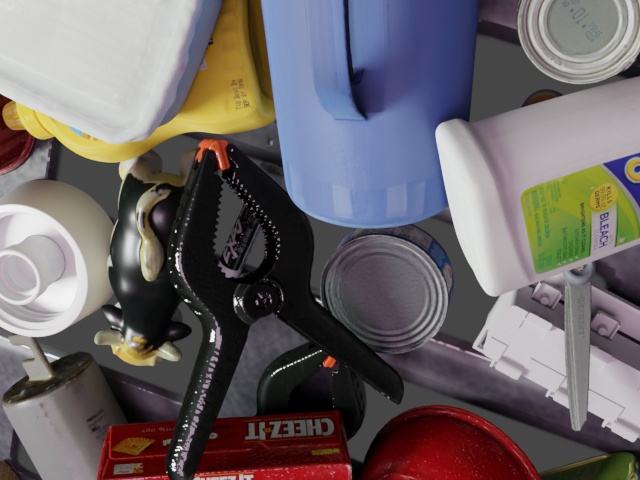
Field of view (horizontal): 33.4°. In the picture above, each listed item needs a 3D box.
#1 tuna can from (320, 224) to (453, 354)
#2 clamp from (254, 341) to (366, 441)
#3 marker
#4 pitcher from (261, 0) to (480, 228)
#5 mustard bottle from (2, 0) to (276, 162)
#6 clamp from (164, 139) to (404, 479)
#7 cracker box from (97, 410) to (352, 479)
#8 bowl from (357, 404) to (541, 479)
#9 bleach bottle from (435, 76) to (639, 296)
[{"bbox_3d":[0.045,0.030,0.710,0.086,0.033,0.086,6,113,14],"label":"tuna can"},{"bbox_3d":[-0.026,0.133,0.771,0.120,0.039,0.172,15,115,0],"label":"clamp"},{"bbox_3d":[-0.055,0.001,0.736,0.020,0.020,0.121,28,117,4],"label":"marker"},{"bbox_3d":[0.024,-0.128,0.579,0.145,0.149,0.243,37,139,48],"label":"pitcher"},{"bbox_3d":[-0.122,-0.101,0.683,0.192,0.058,0.096,-12,79,21],"label":"mustard bottle"},{"bbox_3d":[-0.049,0.043,0.662,0.164,0.036,0.210,-26,105,-19],"label":"clamp"},{"bbox_3d":[-0.061,0.227,0.751,0.164,0.072,0.214,-3,117,-4],"label":"cracker box"},{"bbox_3d":[0.075,0.196,0.722,0.162,0.055,0.162,6,100,39],"label":"bowl"},{"bbox_3d":[0.194,-0.054,0.576,0.251,0.068,0.102,-19,133,-1],"label":"bleach bottle"}]
